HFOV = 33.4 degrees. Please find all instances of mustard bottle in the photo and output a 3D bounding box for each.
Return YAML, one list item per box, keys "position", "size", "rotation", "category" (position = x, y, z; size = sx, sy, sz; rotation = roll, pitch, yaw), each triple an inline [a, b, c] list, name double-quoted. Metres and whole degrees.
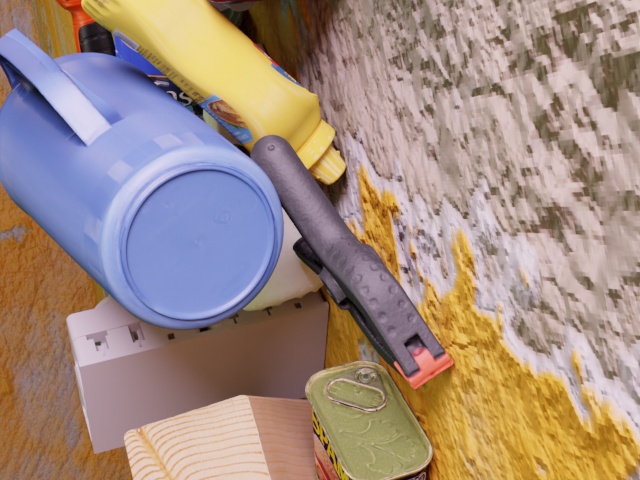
- position: [-0.058, -0.103, 0.666]
  size: [0.191, 0.058, 0.096]
  rotation: [42, 174, -15]
  category: "mustard bottle"

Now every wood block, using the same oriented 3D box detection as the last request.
- position: [-0.047, 0.166, 0.753]
  size: [0.206, 0.090, 0.091]
  rotation: [31, -139, -73]
  category: "wood block"

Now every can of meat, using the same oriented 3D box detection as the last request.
- position: [0.031, 0.143, 0.688]
  size: [0.102, 0.057, 0.084]
  rotation: [-122, 22, -50]
  category: "can of meat"

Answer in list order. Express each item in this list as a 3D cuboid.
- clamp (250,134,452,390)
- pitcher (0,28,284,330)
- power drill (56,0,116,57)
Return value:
- position: [0.014, 0.012, 0.626]
  size: [0.172, 0.039, 0.120]
  rotation: [46, 173, 43]
  category: "clamp"
- position: [-0.124, -0.042, 0.672]
  size: [0.243, 0.149, 0.145]
  rotation: [34, 116, 57]
  category: "pitcher"
- position: [-0.223, -0.179, 1.036]
  size: [0.185, 0.057, 0.187]
  rotation: [39, 145, 53]
  category: "power drill"
